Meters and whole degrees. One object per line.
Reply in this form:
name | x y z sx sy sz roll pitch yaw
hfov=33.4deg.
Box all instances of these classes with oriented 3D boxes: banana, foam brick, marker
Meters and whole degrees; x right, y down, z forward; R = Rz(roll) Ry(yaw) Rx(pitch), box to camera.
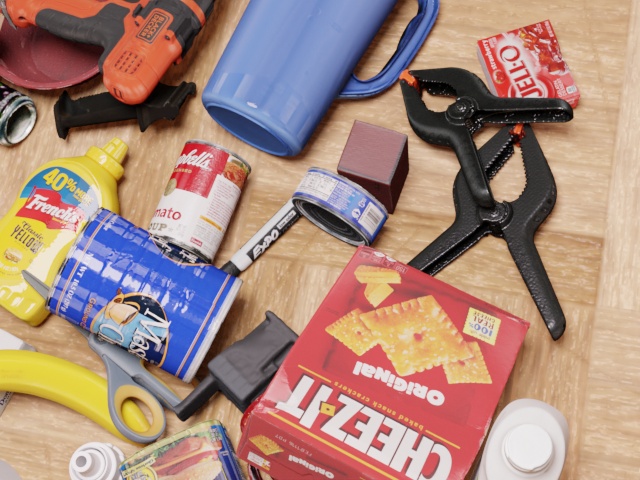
banana | -0.240 0.134 0.941 0.197 0.037 0.069 13 64 -16
foam brick | 0.049 -0.066 0.978 0.053 0.078 0.051 17 73 10
marker | -0.057 0.001 0.999 0.121 0.020 0.020 -44 71 -9

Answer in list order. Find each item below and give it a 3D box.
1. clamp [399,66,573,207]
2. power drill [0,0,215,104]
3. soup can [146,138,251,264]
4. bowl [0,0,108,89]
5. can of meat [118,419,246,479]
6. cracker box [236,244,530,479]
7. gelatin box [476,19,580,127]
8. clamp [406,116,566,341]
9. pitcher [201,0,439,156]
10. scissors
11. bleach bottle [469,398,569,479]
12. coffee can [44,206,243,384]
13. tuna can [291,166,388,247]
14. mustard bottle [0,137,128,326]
clamp | 0.132 -0.103 0.981 0.172 0.039 0.120 28 72 37
power drill | -0.198 -0.235 1.021 0.188 0.057 0.184 26 68 15
soup can | -0.114 -0.033 0.992 0.068 0.068 0.102 18 73 13
bowl | -0.260 -0.214 1.082 0.162 0.055 0.162 -2 70 7
can of meat | -0.113 0.212 0.913 0.102 0.057 0.084 -24 67 -1
cracker box | 0.056 0.116 0.854 0.164 0.072 0.213 26 45 9
gelatin box | 0.197 -0.159 1.016 0.073 0.030 0.089 -17 69 2
clamp | 0.167 -0.012 0.961 0.165 0.036 0.210 18 72 22
pitcher | -0.002 -0.200 1.015 0.149 0.145 0.243 23 79 27
scissors | -0.198 0.107 0.941 0.201 0.016 0.096 29 50 -3
bleach bottle | 0.143 0.178 0.786 0.068 0.251 0.102 18 74 13
coffee can | -0.152 0.048 0.929 0.140 0.103 0.102 28 76 -3
tuna can | 0.017 -0.029 0.965 0.086 0.086 0.033 28 78 16
mustard bottle | -0.248 -0.020 1.011 0.096 0.058 0.191 34 78 16
